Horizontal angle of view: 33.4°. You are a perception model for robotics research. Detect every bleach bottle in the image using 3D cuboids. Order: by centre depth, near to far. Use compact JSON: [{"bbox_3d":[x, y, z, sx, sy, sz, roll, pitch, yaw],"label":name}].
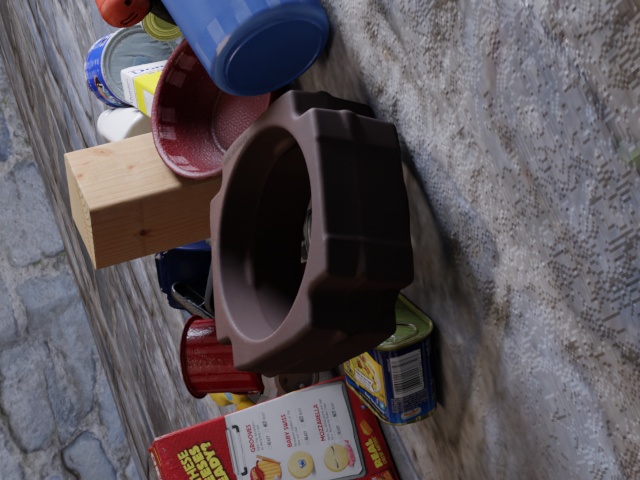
[{"bbox_3d":[-0.239,-0.132,1.361,0.102,0.068,0.251,43,174,-28],"label":"bleach bottle"}]

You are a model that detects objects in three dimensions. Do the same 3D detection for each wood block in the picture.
[{"bbox_3d":[-0.148,-0.055,1.103,0.091,0.205,0.090,96,150,-47],"label":"wood block"}]

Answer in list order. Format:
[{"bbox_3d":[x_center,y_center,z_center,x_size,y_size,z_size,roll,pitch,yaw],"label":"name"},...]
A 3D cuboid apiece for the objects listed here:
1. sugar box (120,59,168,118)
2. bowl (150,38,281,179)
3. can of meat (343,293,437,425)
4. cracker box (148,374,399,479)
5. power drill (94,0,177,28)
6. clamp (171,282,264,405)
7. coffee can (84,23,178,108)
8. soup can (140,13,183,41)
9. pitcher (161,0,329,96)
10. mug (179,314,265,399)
[{"bbox_3d":[-0.161,-0.172,1.214,0.176,0.093,0.048,-142,42,-58],"label":"sugar box"},{"bbox_3d":[-0.091,-0.132,1.044,0.162,0.055,0.162,-10,73,36],"label":"bowl"},{"bbox_3d":[0.055,0.096,0.897,0.102,0.057,0.084,41,144,56],"label":"can of meat"},{"bbox_3d":[-0.038,0.237,1.026,0.072,0.213,0.164,128,123,-67],"label":"cracker box"},{"bbox_3d":[-0.178,-0.275,1.062,0.057,0.187,0.184,-31,71,25],"label":"power drill"},{"bbox_3d":[-0.082,0.122,1.236,0.165,0.036,0.210,-6,110,33],"label":"clamp"},{"bbox_3d":[-0.245,-0.224,1.386,0.140,0.102,0.103,-165,60,-68],"label":"coffee can"},{"bbox_3d":[-0.193,-0.287,1.247,0.068,0.068,0.102,92,153,-43],"label":"soup can"},{"bbox_3d":[-0.087,-0.242,0.930,0.243,0.149,0.145,61,142,24],"label":"pitcher"},{"bbox_3d":[-0.095,0.133,1.174,0.093,0.082,0.117,-78,-25,-44],"label":"mug"}]
